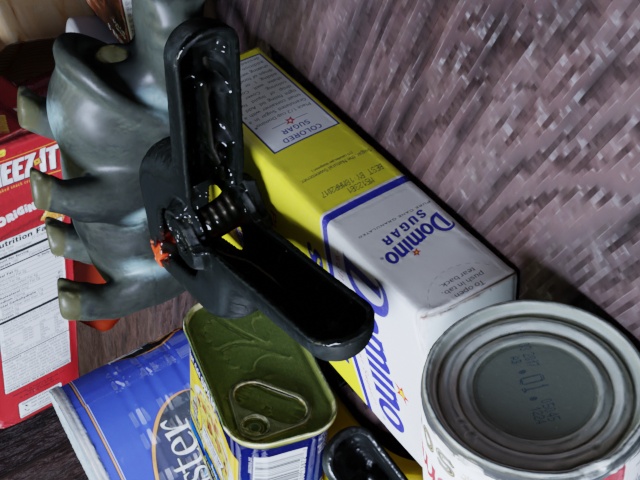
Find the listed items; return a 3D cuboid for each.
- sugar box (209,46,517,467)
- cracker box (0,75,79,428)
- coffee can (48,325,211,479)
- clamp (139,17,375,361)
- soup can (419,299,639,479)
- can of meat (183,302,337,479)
[{"bbox_3d":[0.007,0.003,0.434,0.176,0.048,0.093,48,156,42],"label":"sugar box"},{"bbox_3d":[-0.231,-0.009,0.675,0.164,0.072,0.214,34,135,31],"label":"cracker box"},{"bbox_3d":[-0.082,0.107,0.663,0.103,0.140,0.103,53,159,30],"label":"coffee can"},{"bbox_3d":[-0.041,-0.017,0.407,0.172,0.039,0.120,1,110,65],"label":"clamp"},{"bbox_3d":[0.066,0.077,0.337,0.069,0.068,0.102,47,155,41],"label":"soup can"},{"bbox_3d":[-0.034,0.092,0.557,0.102,0.057,0.084,-121,27,-44],"label":"can of meat"}]
